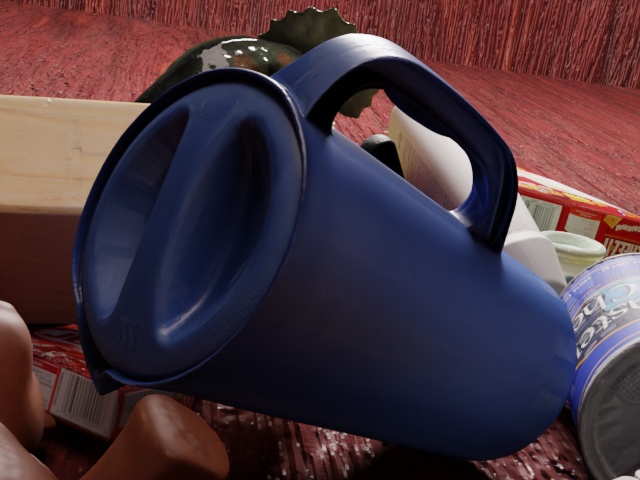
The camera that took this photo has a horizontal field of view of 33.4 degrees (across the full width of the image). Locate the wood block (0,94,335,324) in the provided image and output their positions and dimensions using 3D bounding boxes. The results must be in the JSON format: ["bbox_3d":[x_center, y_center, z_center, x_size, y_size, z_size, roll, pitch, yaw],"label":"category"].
[{"bbox_3d":[-0.095,-0.015,0.583,0.205,0.091,0.090,2,48,-15],"label":"wood block"}]

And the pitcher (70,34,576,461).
[{"bbox_3d":[0.024,0.021,0.493,0.149,0.145,0.242,-11,-26,40],"label":"pitcher"}]

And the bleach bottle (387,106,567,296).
[{"bbox_3d":[0.117,-0.004,0.769,0.068,0.102,0.251,-14,41,-8],"label":"bleach bottle"}]

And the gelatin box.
[{"bbox_3d":[-0.119,0.070,0.548,0.089,0.030,0.073,17,7,24],"label":"gelatin box"}]
